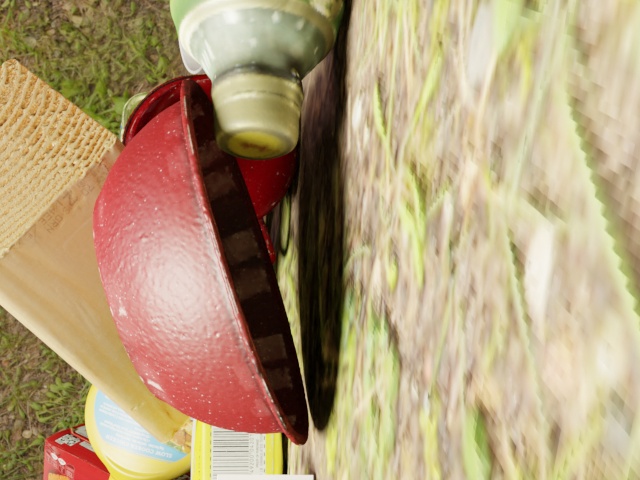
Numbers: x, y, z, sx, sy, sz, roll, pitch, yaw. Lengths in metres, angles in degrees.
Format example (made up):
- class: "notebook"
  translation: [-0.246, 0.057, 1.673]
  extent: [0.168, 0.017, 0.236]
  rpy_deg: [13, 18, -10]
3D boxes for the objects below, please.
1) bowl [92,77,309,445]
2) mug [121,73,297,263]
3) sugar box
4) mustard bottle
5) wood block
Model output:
- class: "bowl"
  translation: [-0.054, 0.016, 0.454]
  extent: [0.162, 0.055, 0.162]
  rpy_deg: [-18, -89, -88]
- class: "mug"
  translation: [-0.055, -0.037, 0.582]
  extent: [0.117, 0.093, 0.081]
  rpy_deg: [68, 169, -8]
- class: "sugar box"
  translation: [-0.054, 0.146, 0.622]
  extent: [0.176, 0.048, 0.093]
  rpy_deg: [137, 135, -75]
- class: "mustard bottle"
  translation: [-0.116, 0.111, 0.760]
  extent: [0.058, 0.096, 0.192]
  rpy_deg: [-47, -29, -80]
- class: "wood block"
  translation: [-0.120, 0.015, 0.562]
  extent: [0.091, 0.090, 0.206]
  rpy_deg: [35, 165, 31]
